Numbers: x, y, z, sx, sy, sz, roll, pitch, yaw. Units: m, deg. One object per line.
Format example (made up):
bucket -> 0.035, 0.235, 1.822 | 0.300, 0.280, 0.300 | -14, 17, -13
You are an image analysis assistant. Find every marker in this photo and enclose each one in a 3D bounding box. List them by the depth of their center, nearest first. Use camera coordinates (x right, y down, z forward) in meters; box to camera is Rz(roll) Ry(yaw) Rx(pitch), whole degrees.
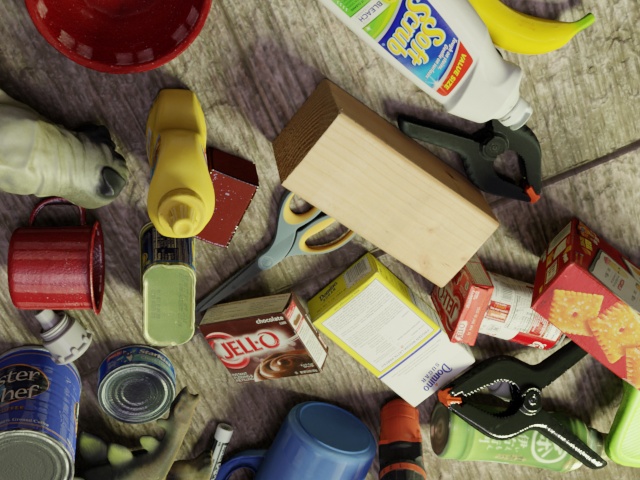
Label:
marker -> -0.128, 0.268, 1.232 | 0.020, 0.020, 0.121 | 16, 104, -17

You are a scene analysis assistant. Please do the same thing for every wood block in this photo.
wood block -> 0.063, -0.055, 1.046 | 0.205, 0.091, 0.090 | 32, 110, -24

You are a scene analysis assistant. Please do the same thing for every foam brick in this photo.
foam brick -> -0.101, -0.041, 1.049 | 0.051, 0.053, 0.078 | 20, 115, -20

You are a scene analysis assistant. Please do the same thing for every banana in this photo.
banana -> 0.162, -0.224, 0.997 | 0.197, 0.037, 0.070 | 24, 96, -22

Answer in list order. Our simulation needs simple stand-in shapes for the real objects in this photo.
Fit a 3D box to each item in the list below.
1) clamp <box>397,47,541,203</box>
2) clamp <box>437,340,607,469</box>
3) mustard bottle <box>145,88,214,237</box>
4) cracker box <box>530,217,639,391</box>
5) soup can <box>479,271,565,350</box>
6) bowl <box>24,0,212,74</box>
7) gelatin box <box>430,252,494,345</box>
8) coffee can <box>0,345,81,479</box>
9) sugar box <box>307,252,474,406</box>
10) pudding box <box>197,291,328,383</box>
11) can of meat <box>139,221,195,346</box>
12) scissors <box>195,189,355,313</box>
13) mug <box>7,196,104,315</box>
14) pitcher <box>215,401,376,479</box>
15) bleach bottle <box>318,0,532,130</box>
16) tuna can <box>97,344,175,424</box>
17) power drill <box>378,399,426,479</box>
clamp -> 0.173, -0.109, 1.063 | 0.171, 0.039, 0.120 | 36, 112, -26
clamp -> 0.237, 0.166, 1.199 | 0.209, 0.036, 0.164 | 9, 87, -14
mustard bottle -> -0.127, -0.058, 0.954 | 0.058, 0.191, 0.096 | 3, 120, -11
cracker box -> 0.317, 0.085, 1.084 | 0.213, 0.164, 0.072 | 39, 111, 0
soup can -> 0.210, 0.075, 1.159 | 0.102, 0.068, 0.069 | 15, 117, -17
bowl -> -0.175, -0.229, 0.926 | 0.162, 0.055, 0.162 | -4, 121, -7
gelatin box -> 0.148, 0.056, 1.124 | 0.030, 0.089, 0.073 | 9, 118, -14
coffee can -> -0.302, 0.190, 1.102 | 0.102, 0.140, 0.103 | -4, 120, -7
sugar box -> 0.078, 0.100, 1.166 | 0.093, 0.048, 0.176 | -39, 122, 15
pudding box -> -0.060, 0.104, 1.126 | 0.114, 0.039, 0.090 | -13, 126, 28
can of meat -> -0.153, 0.044, 1.073 | 0.057, 0.084, 0.102 | -1, 120, -9
scissors -> -0.057, 0.001, 1.103 | 0.202, 0.016, 0.096 | -22, 119, 4
mug -> -0.258, 0.015, 1.045 | 0.081, 0.093, 0.117 | 0, 89, -4
pitcher -> -0.038, 0.304, 1.229 | 0.149, 0.145, 0.243 | 11, 115, -29
bleach bottle -> 0.102, -0.192, 0.962 | 0.250, 0.068, 0.103 | 38, 126, -18
tuna can -> -0.200, 0.158, 1.162 | 0.086, 0.034, 0.086 | -4, 121, -7
power drill -> 0.100, 0.304, 1.220 | 0.057, 0.184, 0.187 | -3, 130, 6
